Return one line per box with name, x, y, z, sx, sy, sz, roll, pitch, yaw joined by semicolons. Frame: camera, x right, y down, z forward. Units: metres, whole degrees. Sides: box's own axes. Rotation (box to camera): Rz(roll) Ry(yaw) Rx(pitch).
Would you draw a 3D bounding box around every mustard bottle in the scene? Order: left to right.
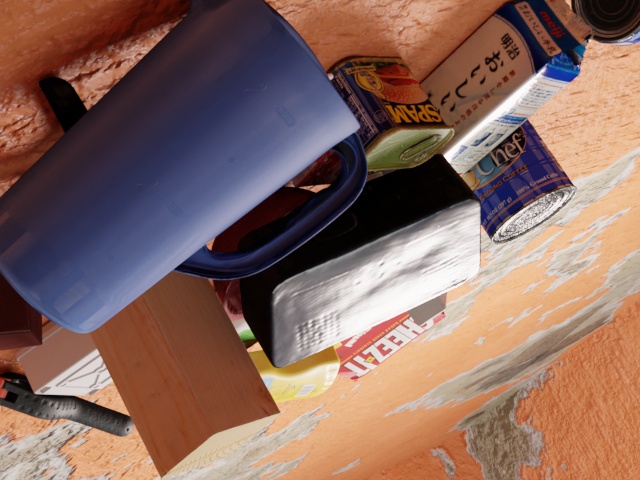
mustard bottle;-0.078;0.163;1.256;0.191;0.058;0.096;-5;152;-33

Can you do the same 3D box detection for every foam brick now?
foam brick;-0.273;0.061;0.883;0.078;0.053;0.051;-6;161;-2

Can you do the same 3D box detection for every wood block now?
wood block;-0.138;0.100;0.984;0.090;0.206;0.090;-7;150;-51

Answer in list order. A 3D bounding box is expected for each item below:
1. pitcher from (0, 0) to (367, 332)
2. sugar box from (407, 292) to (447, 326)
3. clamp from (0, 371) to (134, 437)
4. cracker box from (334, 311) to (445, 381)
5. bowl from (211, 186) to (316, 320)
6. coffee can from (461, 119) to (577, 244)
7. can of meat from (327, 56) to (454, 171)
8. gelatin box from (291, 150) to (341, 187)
pitcher;-0.095;-0.045;0.714;0.243;0.149;0.145;-41;157;3
sugar box;0.111;0.034;1.278;0.048;0.093;0.176;-35;-176;16
clamp;-0.292;0.167;1.143;0.171;0.120;0.039;30;78;-48
cracker box;0.035;0.091;1.353;0.164;0.072;0.213;-38;142;20
bowl;-0.057;0.001;1.053;0.162;0.055;0.162;-43;162;-18
coffee can;0.184;-0.082;1.109;0.102;0.140;0.103;-27;161;-10
can of meat;0.055;-0.111;0.926;0.101;0.084;0.058;-9;151;-48
gelatin box;0.019;-0.088;1.015;0.073;0.030;0.089;-9;152;-48
